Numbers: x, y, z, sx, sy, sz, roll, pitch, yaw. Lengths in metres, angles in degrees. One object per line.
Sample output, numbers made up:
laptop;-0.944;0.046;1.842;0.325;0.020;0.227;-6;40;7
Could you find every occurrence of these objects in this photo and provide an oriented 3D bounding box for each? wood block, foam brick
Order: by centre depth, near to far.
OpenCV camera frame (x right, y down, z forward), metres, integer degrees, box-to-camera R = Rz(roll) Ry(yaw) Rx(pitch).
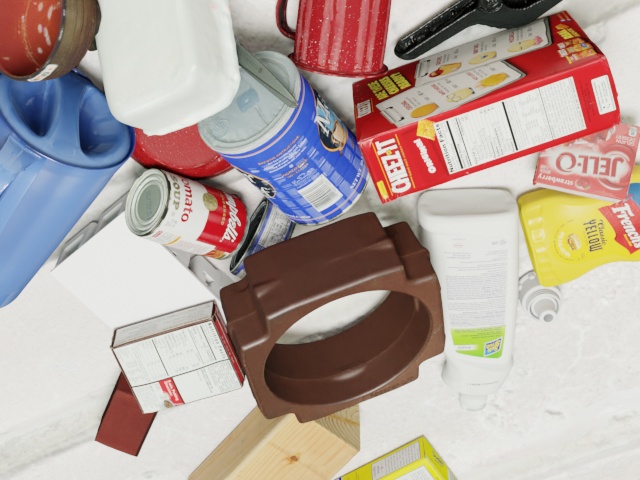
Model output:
foam brick;-0.208;0.185;1.168;0.051;0.053;0.078;21;114;-11
wood block;-0.056;0.249;1.181;0.090;0.090;0.206;36;112;-16

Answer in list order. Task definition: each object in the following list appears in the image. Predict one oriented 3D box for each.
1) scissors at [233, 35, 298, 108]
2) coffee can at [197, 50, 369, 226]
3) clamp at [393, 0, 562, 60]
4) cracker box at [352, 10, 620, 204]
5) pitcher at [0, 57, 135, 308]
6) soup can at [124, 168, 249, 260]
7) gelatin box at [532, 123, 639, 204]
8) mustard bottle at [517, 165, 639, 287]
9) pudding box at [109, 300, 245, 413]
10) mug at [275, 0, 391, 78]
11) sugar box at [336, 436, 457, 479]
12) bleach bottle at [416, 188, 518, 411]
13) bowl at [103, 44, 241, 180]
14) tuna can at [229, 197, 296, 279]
scissors;-0.097;-0.163;0.932;0.096;0.202;0.016;-41;155;24
coffee can;-0.030;-0.090;0.968;0.103;0.103;0.140;-30;140;14
clamp;0.142;-0.215;0.962;0.171;0.039;0.120;0;139;-10
cracker box;0.140;-0.121;0.948;0.214;0.164;0.072;-19;114;9
pitcher;-0.287;-0.038;0.982;0.148;0.145;0.243;5;139;-41
soup can;-0.128;-0.025;1.027;0.102;0.068;0.069;18;120;-43
gelatin box;0.254;-0.080;1.017;0.089;0.030;0.073;13;88;8
mustard bottle;0.299;-0.022;1.058;0.192;0.058;0.096;-16;109;7
pudding box;-0.142;0.119;1.072;0.113;0.039;0.090;-17;116;6
mug;0.010;-0.200;0.957;0.117;0.093;0.081;21;116;30
sugar box;0.068;0.305;1.236;0.176;0.048;0.093;-28;114;18
bleach bottle;0.152;0.071;1.106;0.102;0.068;0.251;-1;120;4
bowl;-0.129;-0.120;1.008;0.162;0.055;0.162;0;117;-1
tuna can;-0.057;0.001;1.054;0.033;0.086;0.086;27;114;-12
